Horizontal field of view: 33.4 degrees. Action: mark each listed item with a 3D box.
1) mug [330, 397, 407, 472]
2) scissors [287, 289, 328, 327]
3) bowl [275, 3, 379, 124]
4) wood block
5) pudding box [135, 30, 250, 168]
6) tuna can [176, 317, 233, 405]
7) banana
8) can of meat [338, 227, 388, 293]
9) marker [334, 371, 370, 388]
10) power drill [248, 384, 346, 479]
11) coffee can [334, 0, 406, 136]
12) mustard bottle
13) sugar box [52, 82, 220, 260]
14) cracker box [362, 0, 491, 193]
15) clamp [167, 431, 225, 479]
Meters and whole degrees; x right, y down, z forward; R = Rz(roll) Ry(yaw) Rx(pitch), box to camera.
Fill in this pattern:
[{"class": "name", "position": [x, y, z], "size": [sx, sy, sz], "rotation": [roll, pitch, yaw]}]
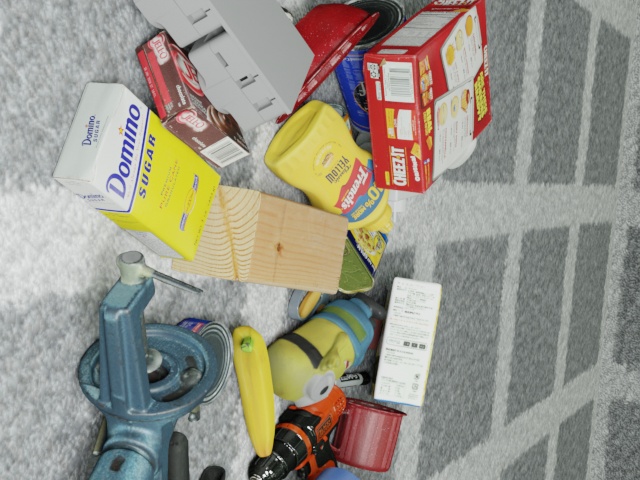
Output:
[{"class": "mug", "position": [0.052, 0.257, 1.418], "size": [0.117, 0.093, 0.081], "rotation": [16, 86, -32]}, {"class": "scissors", "position": [0.012, 0.054, 1.355], "size": [0.201, 0.016, 0.096], "rotation": [-46, 138, -50]}, {"class": "bowl", "position": [-0.011, -0.202, 1.147], "size": [0.162, 0.055, 0.162], "rotation": [-47, -178, 2]}, {"class": "wood block", "position": [-0.057, 0.001, 1.119], "size": [0.205, 0.090, 0.091], "rotation": [14, 84, -64]}, {"class": "pudding box", "position": [-0.116, -0.126, 0.978], "size": [0.113, 0.039, 0.090], "rotation": [41, 24, -61]}, {"class": "tuna can", "position": [-0.124, 0.121, 1.075], "size": [0.086, 0.034, 0.086], "rotation": [-25, 119, -60]}, {"class": "banana", "position": [-0.075, 0.154, 1.165], "size": [0.069, 0.037, 0.198], "rotation": [-82, 169, -45]}, {"class": "can of meat", "position": [0.036, 0.000, 1.321], "size": [0.102, 0.058, 0.083], "rotation": [57, 39, -29]}, {"class": "marker", "position": [0.038, 0.188, 1.436], "size": [0.121, 0.020, 0.020], "rotation": [10, 87, -64]}, {"class": "power drill", "position": [-0.018, 0.292, 1.304], "size": [0.184, 0.057, 0.188], "rotation": [-41, 133, -46]}, {"class": "coffee can", "position": [0.068, -0.212, 1.304], "size": [0.102, 0.103, 0.140], "rotation": [-64, 148, -34]}, {"class": "mustard bottle", "position": [0.026, -0.068, 1.231], "size": [0.096, 0.058, 0.191], "rotation": [-52, 128, -7]}, {"class": "sugar box", "position": [-0.157, -0.057, 0.950], "size": [0.176, 0.048, 0.093], "rotation": [46, 55, -59]}, {"class": "cracker box", "position": [0.128, -0.174, 1.239], "size": [0.213, 0.072, 0.164], "rotation": [-46, 136, -49]}, {"class": "clamp", "position": [-0.137, 0.294, 1.032], "size": [0.164, 0.036, 0.210], "rotation": [71, 24, -57]}]
